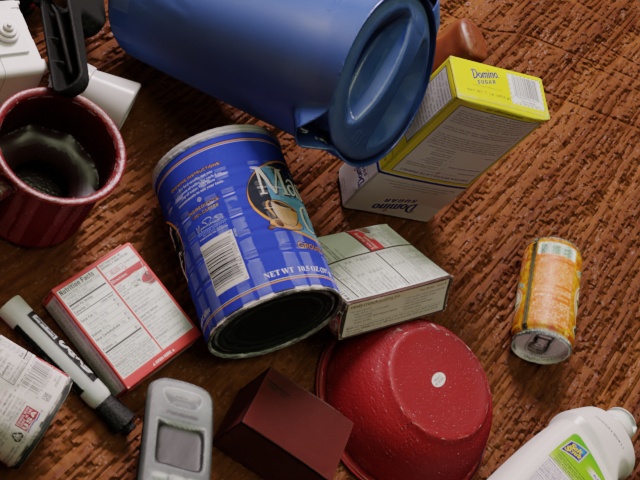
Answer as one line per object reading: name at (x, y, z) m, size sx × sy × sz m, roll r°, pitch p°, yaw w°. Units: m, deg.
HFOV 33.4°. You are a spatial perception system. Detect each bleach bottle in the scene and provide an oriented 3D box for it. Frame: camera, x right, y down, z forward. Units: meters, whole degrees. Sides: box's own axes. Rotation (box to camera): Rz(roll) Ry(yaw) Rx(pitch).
bleach bottle at (0.186, 0.210, 0.844) m, size 0.250 × 0.068 × 0.102 m, roll -30°, pitch 81°, yaw -42°

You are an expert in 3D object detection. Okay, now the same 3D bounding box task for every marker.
marker at (-0.170, 0.086, 0.725) m, size 0.121 × 0.020 × 0.020 m, roll 46°, pitch 50°, yaw 0°

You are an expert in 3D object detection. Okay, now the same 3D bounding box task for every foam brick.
foam brick at (-0.026, 0.138, 0.763) m, size 0.078 × 0.051 × 0.053 m, roll 36°, pitch 50°, yaw -9°

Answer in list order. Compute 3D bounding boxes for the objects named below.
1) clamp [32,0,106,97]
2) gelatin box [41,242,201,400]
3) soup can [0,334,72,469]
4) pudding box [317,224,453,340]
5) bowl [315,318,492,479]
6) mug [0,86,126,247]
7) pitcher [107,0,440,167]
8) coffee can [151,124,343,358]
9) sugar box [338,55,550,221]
clamp at (-0.194, -0.182, 0.785) m, size 0.164 × 0.036 × 0.210 m, roll 64°, pitch 8°, yaw -6°
gelatin box at (-0.141, 0.056, 0.755) m, size 0.089 × 0.030 × 0.073 m, roll 51°, pitch 51°, yaw 3°
soup can at (-0.215, 0.089, 0.665) m, size 0.102 × 0.069 × 0.068 m, roll 34°, pitch 51°, yaw -11°
pudding box at (0.034, 0.030, 0.845) m, size 0.113 × 0.039 × 0.090 m, roll -13°, pitch 39°, yaw -34°
bowl at (0.079, 0.120, 0.835) m, size 0.161 × 0.055 × 0.162 m, roll 15°, pitch 56°, yaw -24°
mug at (-0.200, -0.040, 0.740) m, size 0.093 × 0.082 × 0.117 m, roll 46°, pitch 50°, yaw 0°
pitcher at (-0.036, -0.163, 0.821) m, size 0.243 × 0.145 × 0.149 m, roll 26°, pitch 12°, yaw 28°
coffee can at (-0.055, 0.001, 0.782) m, size 0.102 × 0.103 × 0.140 m, roll -5°, pitch 61°, yaw -33°
sugar box at (0.097, -0.078, 0.881) m, size 0.093 × 0.177 × 0.048 m, roll 9°, pitch 61°, yaw -28°
